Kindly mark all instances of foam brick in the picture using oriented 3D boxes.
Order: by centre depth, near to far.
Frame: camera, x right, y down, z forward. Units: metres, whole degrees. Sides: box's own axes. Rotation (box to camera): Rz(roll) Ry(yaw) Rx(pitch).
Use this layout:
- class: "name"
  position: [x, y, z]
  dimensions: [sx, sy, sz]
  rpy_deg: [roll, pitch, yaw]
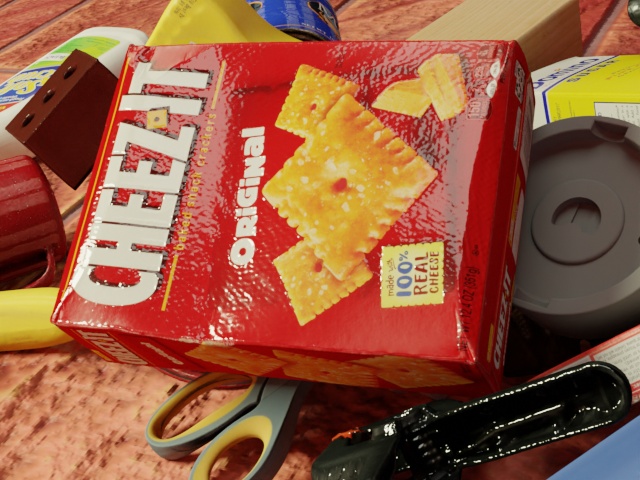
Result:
- class: "foam brick"
  position: [-0.171, -0.085, 0.742]
  dimensions: [0.078, 0.051, 0.053]
  rpy_deg: [-50, 35, -6]

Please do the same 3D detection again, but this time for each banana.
- class: "banana"
  position: [-0.216, 0.048, 0.667]
  dimensions: [0.198, 0.069, 0.037]
  rpy_deg: [-6, 70, 20]

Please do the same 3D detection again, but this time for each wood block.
- class: "wood block"
  position: [0.108, -0.108, 0.798]
  dimensions: [0.091, 0.090, 0.205]
  rpy_deg: [14, 39, 37]

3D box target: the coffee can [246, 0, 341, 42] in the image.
- class: "coffee can"
  position: [-0.029, -0.153, 0.906]
  dimensions: [0.103, 0.103, 0.140]
  rpy_deg: [-10, 30, 1]

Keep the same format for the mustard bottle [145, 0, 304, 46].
- class: "mustard bottle"
  position: [-0.036, -0.114, 0.801]
  dimensions: [0.191, 0.096, 0.058]
  rpy_deg: [33, 44, -9]

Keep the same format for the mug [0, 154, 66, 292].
- class: "mug"
  position: [-0.223, -0.003, 0.737]
  dimensions: [0.081, 0.093, 0.117]
  rpy_deg: [-20, 53, -25]

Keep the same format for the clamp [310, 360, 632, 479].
- class: "clamp"
  position: [0.051, 0.085, 0.449]
  dimensions: [0.120, 0.039, 0.172]
  rpy_deg: [-18, -3, -13]

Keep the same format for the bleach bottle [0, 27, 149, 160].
- class: "bleach bottle"
  position: [-0.258, -0.111, 0.952]
  dimensions: [0.103, 0.068, 0.250]
  rpy_deg: [11, 39, 34]

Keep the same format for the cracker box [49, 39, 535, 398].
- class: "cracker box"
  position: [-0.010, -0.016, 0.530]
  dimensions: [0.214, 0.072, 0.164]
  rpy_deg: [3, 68, 20]

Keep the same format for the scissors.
- class: "scissors"
  position: [0.001, 0.071, 0.545]
  dimensions: [0.202, 0.016, 0.096]
  rpy_deg: [-27, 39, 8]
